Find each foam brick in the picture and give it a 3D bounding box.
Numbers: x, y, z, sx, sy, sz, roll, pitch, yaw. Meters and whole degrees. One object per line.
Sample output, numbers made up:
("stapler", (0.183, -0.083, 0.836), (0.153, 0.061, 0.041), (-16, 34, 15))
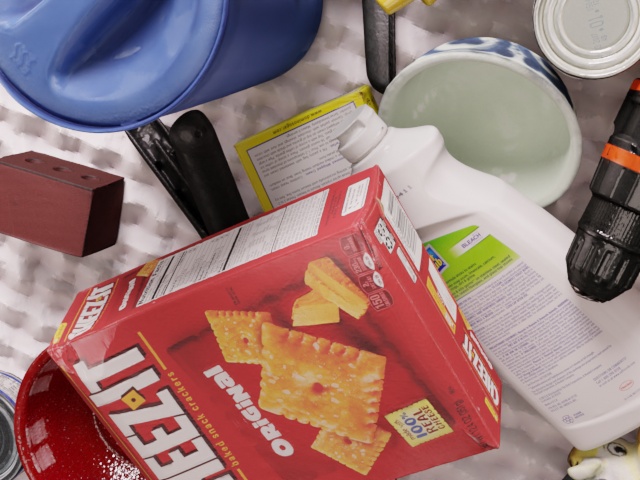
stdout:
("foam brick", (-0.184, -0.026, 0.746), (0.078, 0.053, 0.051), (16, 105, 11))

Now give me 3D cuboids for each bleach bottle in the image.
("bleach bottle", (0.109, 0.012, 0.634), (0.250, 0.068, 0.103), (44, 117, -13))

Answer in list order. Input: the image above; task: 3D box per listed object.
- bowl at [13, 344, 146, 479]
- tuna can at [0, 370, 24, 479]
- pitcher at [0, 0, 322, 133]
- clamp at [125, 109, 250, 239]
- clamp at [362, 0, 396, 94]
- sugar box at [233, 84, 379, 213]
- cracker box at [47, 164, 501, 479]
("bowl", (-0.134, 0.133, 0.763), (0.162, 0.055, 0.162), (3, 102, 14))
("tuna can", (-0.252, 0.143, 0.808), (0.086, 0.033, 0.086), (3, 102, 14))
("pitcher", (-0.067, -0.138, 0.592), (0.149, 0.242, 0.145), (31, 107, 7))
("clamp", (-0.054, 0.001, 0.681), (0.036, 0.165, 0.210), (-34, 100, -12))
("clamp", (0.039, -0.179, 0.661), (0.120, 0.039, 0.171), (-41, 83, 6))
("sugar box", (0.024, -0.003, 0.700), (0.093, 0.048, 0.176), (-22, 98, 18))
("cracker box", (-0.024, 0.074, 0.624), (0.214, 0.072, 0.164), (-22, 114, 21))
